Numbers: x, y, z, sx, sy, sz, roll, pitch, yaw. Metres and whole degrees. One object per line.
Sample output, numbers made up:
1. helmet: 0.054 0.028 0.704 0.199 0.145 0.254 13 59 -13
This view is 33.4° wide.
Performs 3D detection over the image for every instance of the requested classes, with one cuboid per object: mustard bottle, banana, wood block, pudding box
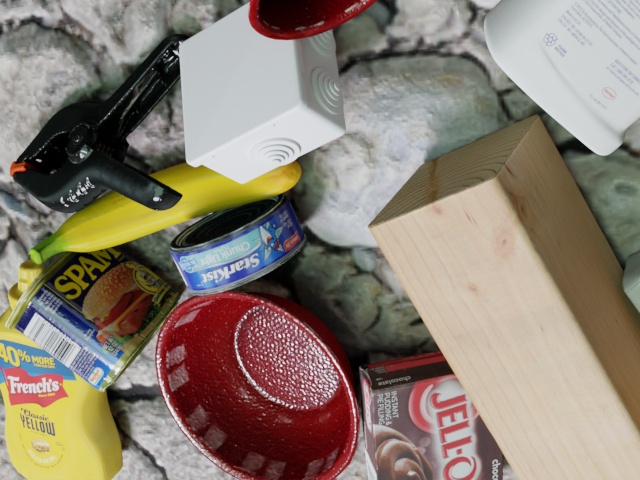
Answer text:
1. mustard bottle: -0.211 0.103 0.835 0.096 0.058 0.192 11 119 24
2. banana: -0.097 -0.025 0.714 0.198 0.069 0.037 -19 118 18
3. wood block: 0.129 0.045 0.635 0.090 0.090 0.206 -22 106 38
4. pudding box: 0.075 0.129 0.714 0.090 0.039 0.113 -10 118 -10

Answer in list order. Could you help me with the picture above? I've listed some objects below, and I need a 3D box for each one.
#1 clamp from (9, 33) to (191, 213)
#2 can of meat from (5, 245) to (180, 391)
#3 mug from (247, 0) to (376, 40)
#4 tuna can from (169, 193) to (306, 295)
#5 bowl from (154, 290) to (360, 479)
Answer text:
1. clamp: -0.144 -0.054 0.705 0.172 0.120 0.039 -25 140 35
2. can of meat: -0.158 0.049 0.759 0.084 0.102 0.058 38 125 -2
3. mug: -0.006 -0.174 0.565 0.117 0.093 0.081 -44 66 43
4. tuna can: -0.055 0.001 0.698 0.086 0.086 0.034 -15 107 29
5. bowl: -0.035 0.096 0.752 0.162 0.055 0.162 13 121 23
